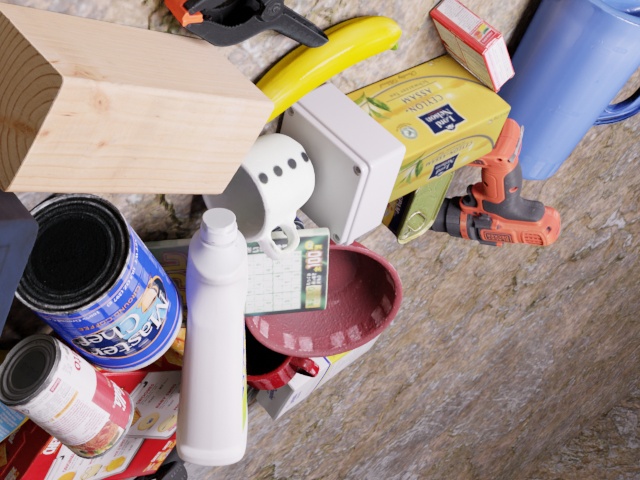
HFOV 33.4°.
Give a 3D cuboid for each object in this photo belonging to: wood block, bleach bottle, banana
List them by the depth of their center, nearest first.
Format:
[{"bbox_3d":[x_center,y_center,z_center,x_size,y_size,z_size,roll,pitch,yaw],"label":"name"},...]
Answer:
[{"bbox_3d":[-0.142,-0.092,0.748,0.205,0.091,0.090,-3,133,-55],"label":"wood block"},{"bbox_3d":[0.007,-0.154,0.938,0.197,0.037,0.070,-30,150,-27],"label":"banana"},{"bbox_3d":[-0.095,0.084,0.962,0.068,0.102,0.251,2,129,-5],"label":"bleach bottle"}]

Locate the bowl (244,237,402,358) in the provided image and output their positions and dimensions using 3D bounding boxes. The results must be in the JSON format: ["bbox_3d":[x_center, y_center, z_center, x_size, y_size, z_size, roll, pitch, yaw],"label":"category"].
[{"bbox_3d":[-0.001,0.046,1.082,0.162,0.055,0.162,-6,134,-6],"label":"bowl"}]

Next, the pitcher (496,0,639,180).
[{"bbox_3d":[0.281,-0.182,1.185,0.144,0.149,0.243,-21,150,-41],"label":"pitcher"}]

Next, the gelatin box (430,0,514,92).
[{"bbox_3d":[0.151,-0.193,1.048,0.030,0.073,0.089,-45,154,1],"label":"gelatin box"}]

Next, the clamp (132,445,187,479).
[{"bbox_3d":[-0.209,0.290,1.211,0.164,0.036,0.210,-34,-177,-14],"label":"clamp"}]

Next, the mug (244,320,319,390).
[{"bbox_3d":[-0.055,0.124,1.189,0.081,0.117,0.093,67,43,-68],"label":"mug"}]

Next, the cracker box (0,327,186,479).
[{"bbox_3d":[-0.208,0.165,1.068,0.164,0.072,0.213,-53,153,17],"label":"cracker box"}]

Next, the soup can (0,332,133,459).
[{"bbox_3d":[-0.214,0.130,0.891,0.068,0.069,0.102,-43,133,-3],"label":"soup can"}]

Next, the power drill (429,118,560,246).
[{"bbox_3d":[0.172,-0.064,1.215,0.187,0.185,0.057,61,42,-51],"label":"power drill"}]

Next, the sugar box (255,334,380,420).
[{"bbox_3d":[0.003,0.150,1.360,0.175,0.048,0.093,-30,162,-35],"label":"sugar box"}]

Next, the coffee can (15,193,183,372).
[{"bbox_3d":[-0.181,0.038,0.875,0.102,0.103,0.140,-40,154,-9],"label":"coffee can"}]

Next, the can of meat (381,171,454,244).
[{"bbox_3d":[0.085,-0.061,1.140,0.057,0.084,0.102,-26,149,-34],"label":"can of meat"}]

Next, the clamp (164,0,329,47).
[{"bbox_3d":[-0.042,-0.182,0.822,0.171,0.039,0.120,-22,143,-27],"label":"clamp"}]
